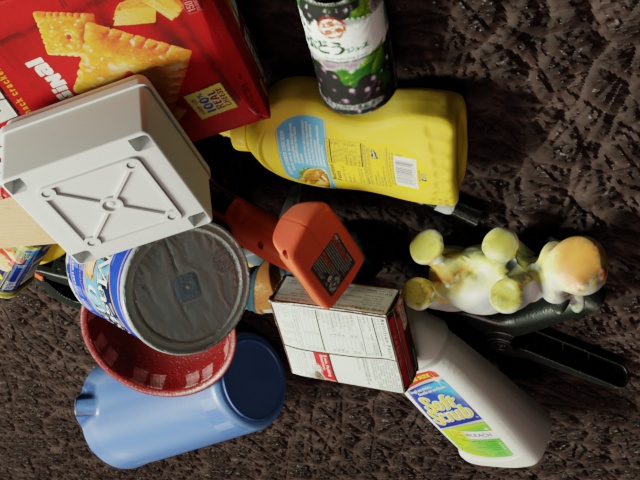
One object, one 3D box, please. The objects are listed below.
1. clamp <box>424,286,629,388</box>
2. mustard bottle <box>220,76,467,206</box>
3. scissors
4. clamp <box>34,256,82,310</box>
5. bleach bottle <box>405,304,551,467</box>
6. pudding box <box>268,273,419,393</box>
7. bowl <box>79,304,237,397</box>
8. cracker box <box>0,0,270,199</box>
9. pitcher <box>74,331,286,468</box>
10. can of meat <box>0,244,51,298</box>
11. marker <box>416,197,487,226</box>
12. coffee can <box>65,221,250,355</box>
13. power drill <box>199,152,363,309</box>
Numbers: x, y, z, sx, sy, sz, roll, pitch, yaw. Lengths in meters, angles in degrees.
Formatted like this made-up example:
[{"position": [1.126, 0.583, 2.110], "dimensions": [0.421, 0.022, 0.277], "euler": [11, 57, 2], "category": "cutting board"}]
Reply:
[{"position": [0.177, 0.087, 0.978], "dimensions": [0.210, 0.036, 0.164], "euler": [-1, 145, 32], "category": "clamp"}, {"position": [0.010, -0.077, 0.789], "dimensions": [0.192, 0.058, 0.096], "euler": [9, 147, 15], "category": "mustard bottle"}, {"position": [-0.056, 0.001, 0.983], "dimensions": [0.096, 0.016, 0.202], "euler": [7, 148, 9], "category": "scissors"}, {"position": [-0.239, 0.068, 1.164], "dimensions": [0.171, 0.039, 0.120], "euler": [29, 141, -11], "category": "clamp"}, {"position": [0.112, 0.126, 0.988], "dimensions": [0.103, 0.068, 0.250], "euler": [-5, 142, 45], "category": "bleach bottle"}, {"position": [0.021, 0.078, 0.895], "dimensions": [0.114, 0.039, 0.090], "euler": [5, 130, 26], "category": "pudding box"}, {"position": [-0.159, 0.079, 1.088], "dimensions": [0.162, 0.055, 0.162], "euler": [4, 118, 7], "category": "bowl"}, {"position": [-0.160, -0.125, 0.721], "dimensions": [0.214, 0.072, 0.164], "euler": [-17, 141, 8], "category": "cracker box"}, {"position": [-0.148, 0.180, 1.220], "dimensions": [0.243, 0.149, 0.145], "euler": [-20, 111, 41], "category": "pitcher"}, {"position": [-0.310, -0.008, 1.031], "dimensions": [0.102, 0.057, 0.084], "euler": [43, 130, 1], "category": "can of meat"}, {"position": [0.077, -0.040, 0.851], "dimensions": [0.121, 0.020, 0.020], "euler": [21, 148, -5], "category": "marker"}, {"position": [-0.131, 0.026, 0.844], "dimensions": [0.102, 0.102, 0.141], "euler": [38, 168, -29], "category": "coffee can"}, {"position": [-0.066, -0.027, 0.852], "dimensions": [0.188, 0.057, 0.184], "euler": [28, 167, 34], "category": "power drill"}]
